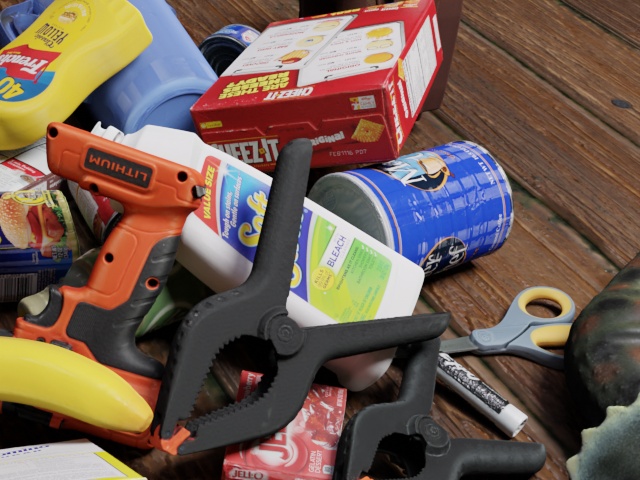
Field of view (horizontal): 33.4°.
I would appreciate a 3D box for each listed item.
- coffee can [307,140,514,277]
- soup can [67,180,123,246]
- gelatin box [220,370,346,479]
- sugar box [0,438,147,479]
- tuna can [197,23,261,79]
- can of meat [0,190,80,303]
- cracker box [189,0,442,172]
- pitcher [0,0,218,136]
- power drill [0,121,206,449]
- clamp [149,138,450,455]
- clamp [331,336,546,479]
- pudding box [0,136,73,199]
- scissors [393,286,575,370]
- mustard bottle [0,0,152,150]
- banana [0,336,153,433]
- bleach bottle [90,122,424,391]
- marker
[{"bbox_3d":[0.072,-0.018,0.869,0.140,0.103,0.103,-17,43,-35],"label":"coffee can"},{"bbox_3d":[-0.158,-0.032,0.858,0.068,0.068,0.102,-9,38,-27],"label":"soup can"},{"bbox_3d":[-0.023,0.128,0.693,0.073,0.030,0.089,10,34,-1],"label":"gelatin box"},{"bbox_3d":[-0.149,0.137,0.549,0.093,0.048,0.176,-4,-5,-20],"label":"sugar box"},{"bbox_3d":[-0.084,-0.170,1.065,0.086,0.086,0.033,24,37,19],"label":"tuna can"},{"bbox_3d":[-0.229,0.004,0.797,0.083,0.057,0.102,-3,36,-22],"label":"can of meat"},{"bbox_3d":[0.006,-0.133,0.915,0.164,0.072,0.213,-5,29,20],"label":"cracker box"},{"bbox_3d":[-0.184,-0.161,0.992,0.149,0.145,0.243,-39,49,1],"label":"pitcher"},{"bbox_3d":[-0.162,0.024,0.676,0.184,0.188,0.057,17,3,-5],"label":"power drill"},{"bbox_3d":[-0.031,0.047,0.670,0.209,0.164,0.036,-37,10,-22],"label":"clamp"},{"bbox_3d":[0.073,0.135,0.682,0.120,0.039,0.171,36,40,15],"label":"clamp"},{"bbox_3d":[-0.258,-0.058,0.896,0.090,0.039,0.113,24,34,20],"label":"pudding box"},{"bbox_3d":[0.130,0.066,0.835,0.201,0.016,0.096,5,37,-9],"label":"scissors"},{"bbox_3d":[-0.234,-0.130,0.875,0.096,0.058,0.191,30,67,33],"label":"mustard bottle"},{"bbox_3d":[-0.199,0.089,0.626,0.197,0.037,0.069,-6,77,-4],"label":"banana"},{"bbox_3d":[-0.055,0.001,0.742,0.250,0.068,0.102,31,60,-9],"label":"bleach bottle"},{"bbox_3d":[0.095,0.097,0.767,0.121,0.020,0.020,38,42,23],"label":"marker"}]
